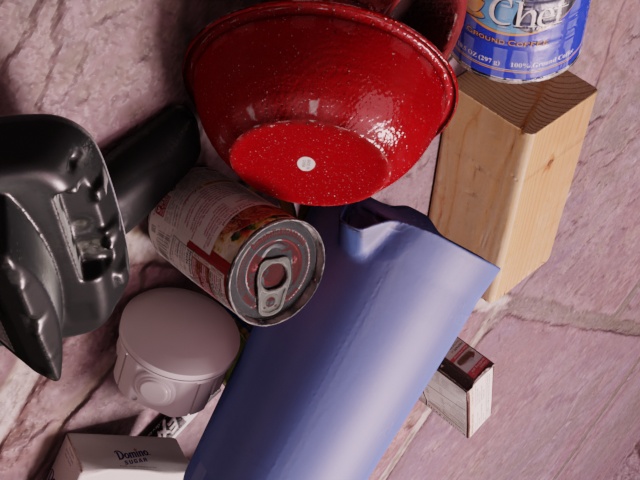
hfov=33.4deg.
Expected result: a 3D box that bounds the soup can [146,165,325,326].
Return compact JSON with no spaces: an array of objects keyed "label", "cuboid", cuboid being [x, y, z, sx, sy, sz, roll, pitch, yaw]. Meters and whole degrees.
[{"label":"soup can","cuboid":[-0.054,0.001,0.655,0.068,0.102,0.068,-18,122,-32]}]

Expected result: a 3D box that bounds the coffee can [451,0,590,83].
[{"label":"coffee can","cuboid":[0.140,-0.194,0.735,0.102,0.103,0.140,-38,149,-25]}]

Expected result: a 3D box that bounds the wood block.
[{"label":"wood block","cuboid":[0.162,-0.056,0.942,0.090,0.090,0.206,-33,147,-29]}]

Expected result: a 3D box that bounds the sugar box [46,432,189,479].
[{"label":"sugar box","cuboid":[-0.172,0.225,0.791,0.093,0.048,0.176,10,118,-37]}]

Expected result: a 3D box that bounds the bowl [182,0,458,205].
[{"label":"bowl","cuboid":[-0.003,-0.065,0.610,0.162,0.162,0.055,65,28,-59]}]

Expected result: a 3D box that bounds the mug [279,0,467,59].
[{"label":"mug","cuboid":[0.022,-0.140,0.644,0.117,0.082,0.093,-4,126,-55]}]

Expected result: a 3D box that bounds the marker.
[{"label":"marker","cuboid":[-0.122,0.150,0.831,0.121,0.020,0.020,-46,151,-12]}]

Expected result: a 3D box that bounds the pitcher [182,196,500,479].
[{"label":"pitcher","cuboid":[0.012,0.088,0.728,0.149,0.145,0.243,27,95,-20]}]

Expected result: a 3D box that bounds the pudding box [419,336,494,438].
[{"label":"pudding box","cuboid":[0.107,0.117,0.939,0.039,0.090,0.113,-46,154,-17]}]
